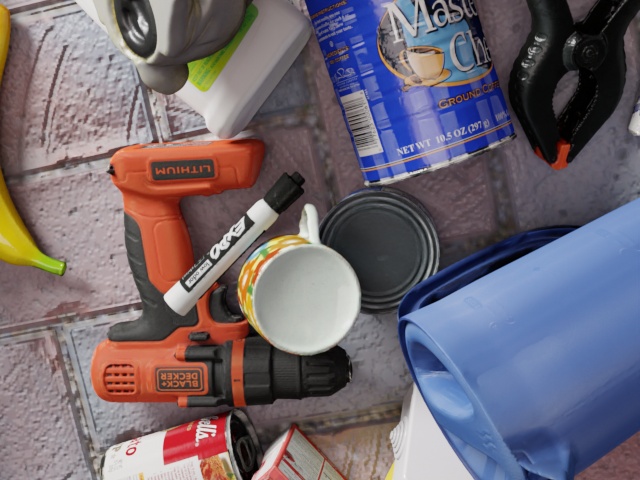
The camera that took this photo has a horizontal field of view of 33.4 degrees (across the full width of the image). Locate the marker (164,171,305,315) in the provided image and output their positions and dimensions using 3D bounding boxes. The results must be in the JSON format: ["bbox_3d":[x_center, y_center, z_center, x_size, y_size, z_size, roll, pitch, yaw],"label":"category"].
[{"bbox_3d":[-0.055,0.001,0.698,0.020,0.020,0.121,45,96,-2],"label":"marker"}]

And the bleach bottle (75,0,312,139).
[{"bbox_3d":[-0.131,-0.181,0.710,0.251,0.068,0.102,37,97,2],"label":"bleach bottle"}]

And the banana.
[{"bbox_3d":[-0.234,-0.066,0.760,0.069,0.037,0.198,-12,100,-8],"label":"banana"}]

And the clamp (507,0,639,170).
[{"bbox_3d":[0.171,-0.130,0.674,0.120,0.039,0.171,-7,123,-7],"label":"clamp"}]

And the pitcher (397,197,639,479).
[{"bbox_3d":[0.173,0.044,0.653,0.242,0.145,0.149,-29,82,-11],"label":"pitcher"}]

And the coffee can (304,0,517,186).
[{"bbox_3d":[0.054,-0.116,0.674,0.103,0.102,0.140,-18,97,10],"label":"coffee can"}]

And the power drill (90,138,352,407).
[{"bbox_3d":[-0.072,0.025,0.740,0.184,0.057,0.188,-2,99,2],"label":"power drill"}]

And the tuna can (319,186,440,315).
[{"bbox_3d":[0.040,0.006,0.733,0.086,0.033,0.086,1,100,7],"label":"tuna can"}]

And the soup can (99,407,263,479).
[{"bbox_3d":[-0.097,0.166,0.763,0.102,0.068,0.068,-18,97,11],"label":"soup can"}]

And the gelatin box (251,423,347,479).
[{"bbox_3d":[-0.010,0.176,0.741,0.030,0.089,0.073,-43,92,12],"label":"gelatin box"}]
